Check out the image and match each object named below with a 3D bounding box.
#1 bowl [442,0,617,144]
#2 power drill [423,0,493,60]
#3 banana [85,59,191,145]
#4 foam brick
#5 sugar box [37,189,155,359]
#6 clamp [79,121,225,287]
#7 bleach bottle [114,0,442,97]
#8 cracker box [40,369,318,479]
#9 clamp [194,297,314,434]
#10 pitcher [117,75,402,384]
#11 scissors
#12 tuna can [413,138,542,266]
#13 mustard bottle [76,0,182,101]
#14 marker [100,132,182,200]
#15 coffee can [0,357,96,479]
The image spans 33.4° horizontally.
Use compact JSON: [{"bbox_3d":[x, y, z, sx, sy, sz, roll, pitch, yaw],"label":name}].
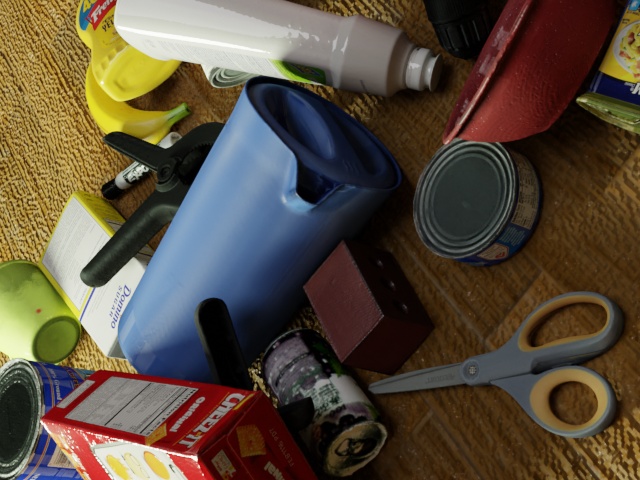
[{"bbox_3d":[0.137,-0.121,0.663,0.162,0.055,0.162,-63,1,1],"label":"bowl"},{"bbox_3d":[0.048,-0.226,0.785,0.188,0.057,0.184,27,142,59],"label":"power drill"},{"bbox_3d":[-0.199,-0.138,1.086,0.069,0.037,0.198,-43,45,-11],"label":"banana"},{"bbox_3d":[0.033,0.047,0.757,0.051,0.052,0.078,-49,47,25],"label":"foam brick"},{"bbox_3d":[-0.206,0.031,1.028,0.176,0.048,0.093,40,107,42],"label":"sugar box"},{"bbox_3d":[-0.131,-0.060,0.958,0.210,0.036,0.164,-23,54,26],"label":"clamp"},{"bbox_3d":[-0.028,-0.154,0.823,0.251,0.102,0.068,16,91,18],"label":"bleach bottle"},{"bbox_3d":[-0.084,0.176,0.753,0.214,0.164,0.072,-3,34,50],"label":"cracker box"},{"bbox_3d":[-0.057,0.121,0.775,0.120,0.039,0.172,55,149,26],"label":"clamp"},{"bbox_3d":[-0.055,0.001,0.826,0.145,0.149,0.243,49,118,27],"label":"pitcher"},{"bbox_3d":[0.111,0.099,0.683,0.202,0.016,0.096,-34,54,36],"label":"scissors"},{"bbox_3d":[0.105,-0.026,0.717,0.086,0.033,0.086,-18,65,43],"label":"tuna can"},{"bbox_3d":[-0.201,-0.226,1.089,0.096,0.058,0.192,-37,45,8],"label":"mustard bottle"},{"bbox_3d":[-0.177,-0.071,1.048,0.121,0.020,0.020,-30,57,37],"label":"marker"},{"bbox_3d":[-0.203,0.160,0.909,0.103,0.140,0.103,-18,65,43],"label":"coffee can"}]
